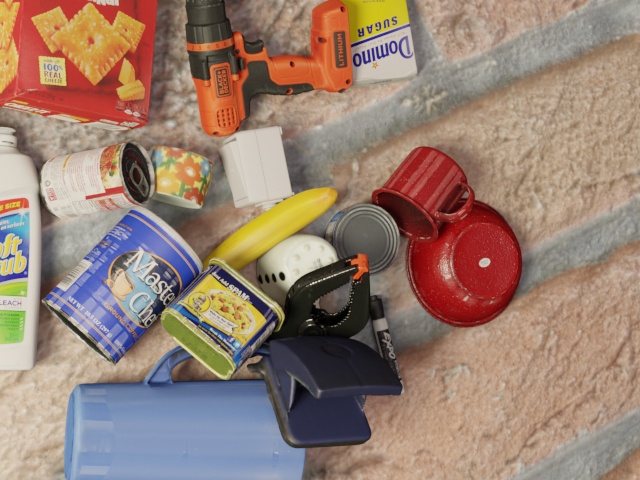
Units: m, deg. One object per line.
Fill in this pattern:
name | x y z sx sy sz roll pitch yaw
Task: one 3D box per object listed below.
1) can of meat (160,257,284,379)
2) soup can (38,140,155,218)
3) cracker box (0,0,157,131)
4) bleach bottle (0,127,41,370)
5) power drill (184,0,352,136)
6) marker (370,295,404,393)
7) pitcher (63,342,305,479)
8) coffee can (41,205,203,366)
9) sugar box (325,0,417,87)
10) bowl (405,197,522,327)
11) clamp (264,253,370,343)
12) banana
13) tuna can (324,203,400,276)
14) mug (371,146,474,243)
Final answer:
can of meat | -0.103 0.082 1.110 0.102 0.057 0.083 38 58 8
soup can | -0.234 -0.063 1.118 0.102 0.068 0.068 -9 89 21
cracker box | -0.254 -0.234 1.117 0.163 0.072 0.214 9 83 -45
bleach bottle | -0.341 0.008 1.103 0.102 0.068 0.251 2 83 -21
power drill | -0.060 -0.221 1.202 0.187 0.057 0.184 -14 115 -20
marker | 0.077 0.124 1.270 0.020 0.020 0.121 -14 91 -21
pitcher | -0.143 0.198 1.129 0.242 0.145 0.149 4 45 -17
coffee can | -0.207 0.047 1.126 0.102 0.103 0.140 45 73 -12
sugar box | 0.056 -0.276 1.279 0.093 0.048 0.176 -10 88 -21
bowl | 0.187 0.026 1.299 0.162 0.055 0.162 1 86 -20
clamp | -0.002 0.101 1.179 0.164 0.036 0.210 33 118 -20
banana | -0.062 -0.003 1.183 0.198 0.069 0.037 -35 111 10
tuna can | 0.048 0.001 1.261 0.086 0.034 0.086 2 85 -20
mug | 0.129 -0.054 1.256 0.081 0.117 0.093 -52 134 -21
